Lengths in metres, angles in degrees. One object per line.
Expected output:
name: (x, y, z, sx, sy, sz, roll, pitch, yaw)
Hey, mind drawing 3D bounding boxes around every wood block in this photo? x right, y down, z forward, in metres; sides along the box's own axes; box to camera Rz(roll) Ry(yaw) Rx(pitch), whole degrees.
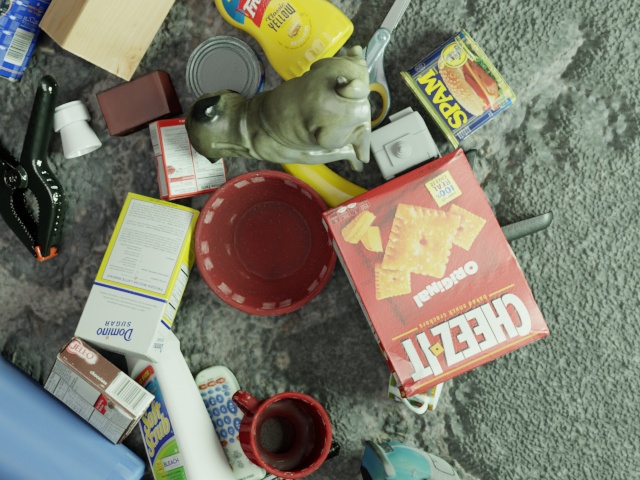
wood block: (-0.210, -0.294, 1.168, 0.206, 0.090, 0.090, -59, 40, 8)

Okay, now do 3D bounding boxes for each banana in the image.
banana: (0.005, -0.080, 1.192, 0.070, 0.037, 0.198, -43, 87, 10)

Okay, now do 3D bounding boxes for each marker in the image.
marker: (-0.030, 0.265, 1.232, 0.121, 0.020, 0.020, -31, 89, 9)

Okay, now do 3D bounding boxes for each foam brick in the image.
foam brick: (-0.204, -0.155, 1.212, 0.078, 0.053, 0.051, -20, 91, 11)

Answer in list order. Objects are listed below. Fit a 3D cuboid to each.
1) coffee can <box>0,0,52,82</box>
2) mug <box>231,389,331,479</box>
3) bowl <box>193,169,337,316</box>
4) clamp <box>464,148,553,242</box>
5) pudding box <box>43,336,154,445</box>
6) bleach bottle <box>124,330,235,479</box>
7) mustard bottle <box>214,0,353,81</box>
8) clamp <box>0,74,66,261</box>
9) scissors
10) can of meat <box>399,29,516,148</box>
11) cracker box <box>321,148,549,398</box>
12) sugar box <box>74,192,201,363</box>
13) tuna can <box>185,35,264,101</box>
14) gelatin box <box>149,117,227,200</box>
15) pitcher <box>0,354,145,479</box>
coffee can: (-0.359, -0.263, 1.202, 0.103, 0.102, 0.140, 27, 98, 6)
mug: (-0.053, 0.208, 1.185, 0.117, 0.082, 0.093, 40, 72, -8)
bowl: (-0.058, 0.001, 1.197, 0.162, 0.055, 0.162, 0, 94, 6)
clamp: (0.170, -0.001, 1.172, 0.120, 0.039, 0.171, 33, 98, 15)
pudding box: (-0.247, 0.167, 1.182, 0.113, 0.039, 0.090, 39, 143, 1)
bleach bottle: (-0.176, 0.193, 1.221, 0.103, 0.067, 0.251, -31, 78, 46)
mustard bottle: (-0.061, -0.268, 1.179, 0.191, 0.058, 0.096, 46, 104, 4)
clamp: (-0.337, -0.082, 1.228, 0.165, 0.036, 0.210, -17, 96, 32)
scissors: (0.077, -0.206, 1.183, 0.202, 0.016, 0.096, -44, 89, 10)
can of meat: (0.149, -0.165, 1.155, 0.084, 0.057, 0.102, -36, 89, 7)
cracker box: (0.116, 0.035, 1.113, 0.164, 0.072, 0.214, -24, 81, -1)
sugar box: (-0.199, 0.041, 1.194, 0.093, 0.048, 0.176, 14, 75, 15)
tuna can: (-0.106, -0.186, 1.203, 0.086, 0.033, 0.086, 1, 94, 9)
gelatin box: (-0.149, -0.094, 1.202, 0.073, 0.030, 0.089, -11, 94, -28)
pitcher: (-0.331, 0.243, 1.231, 0.243, 0.149, 0.145, 33, 83, 2)
